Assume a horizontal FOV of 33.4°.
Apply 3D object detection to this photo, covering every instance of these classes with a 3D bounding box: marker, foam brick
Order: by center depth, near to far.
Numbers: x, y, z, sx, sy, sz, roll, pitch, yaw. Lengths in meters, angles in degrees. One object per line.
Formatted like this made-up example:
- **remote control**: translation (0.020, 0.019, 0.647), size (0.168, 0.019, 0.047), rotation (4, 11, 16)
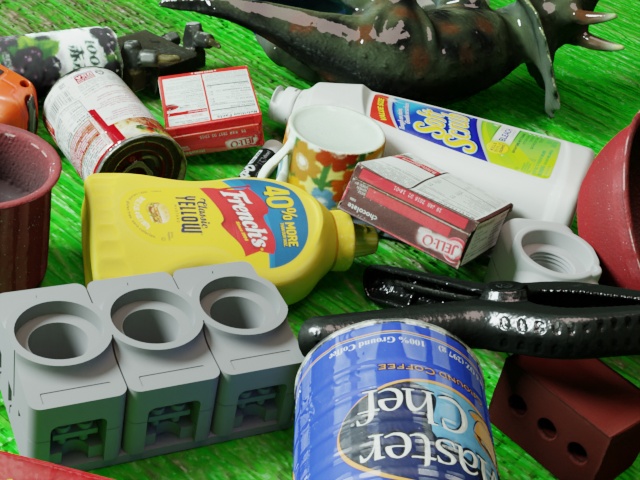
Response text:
- **foam brick**: translation (0.146, 0.100, 0.619), size (0.051, 0.053, 0.078), rotation (-21, 46, -38)
- **marker**: translation (-0.055, -0.039, 0.777), size (0.020, 0.020, 0.121), rotation (20, 36, 10)

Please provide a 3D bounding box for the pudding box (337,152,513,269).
- **pudding box**: translation (0.074, -0.022, 0.722), size (0.090, 0.039, 0.113), rotation (29, 19, 16)

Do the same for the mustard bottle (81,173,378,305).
- **mustard bottle**: translation (-0.054, 0.001, 0.689), size (0.191, 0.058, 0.096), rotation (0, 45, -18)

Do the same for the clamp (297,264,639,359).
- **clamp**: translation (0.097, 0.045, 0.604), size (0.210, 0.036, 0.164), rotation (3, 12, 22)

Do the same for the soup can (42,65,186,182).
- **soup can**: translation (-0.147, -0.071, 0.751), size (0.068, 0.068, 0.102), rotation (-13, 42, -31)

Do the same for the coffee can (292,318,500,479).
- **coffee can**: translation (0.037, 0.121, 0.513), size (0.102, 0.103, 0.140), rotation (9, 35, -6)

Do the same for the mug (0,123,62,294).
- **mug**: translation (-0.209, -0.008, 0.633), size (0.093, 0.082, 0.117), rotation (22, 36, 13)

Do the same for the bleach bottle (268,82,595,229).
- **bleach bottle**: translation (0.076, -0.067, 0.820), size (0.251, 0.068, 0.102), rotation (19, 36, 13)

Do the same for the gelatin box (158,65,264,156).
- **gelatin box**: translation (-0.085, -0.100, 0.830), size (0.073, 0.030, 0.089), rotation (-9, 37, -7)
